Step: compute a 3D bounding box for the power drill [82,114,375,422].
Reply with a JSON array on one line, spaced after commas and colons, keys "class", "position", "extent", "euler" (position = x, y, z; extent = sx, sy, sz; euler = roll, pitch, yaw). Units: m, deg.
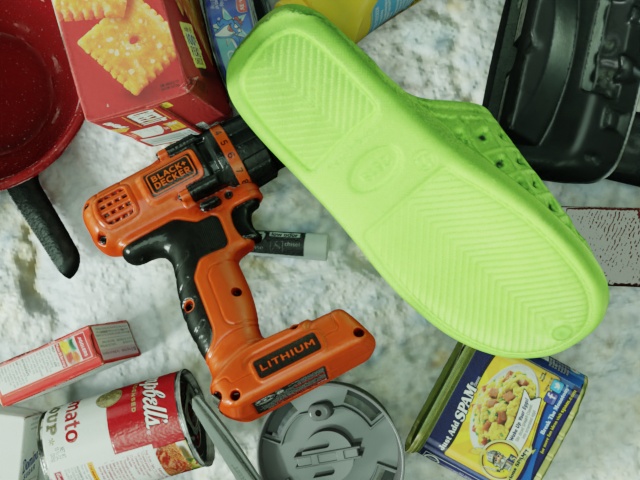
[{"class": "power drill", "position": [-0.040, 0.008, 0.693], "extent": [0.184, 0.057, 0.188], "euler": [-29, 68, -3]}]

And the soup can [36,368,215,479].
[{"class": "soup can", "position": [-0.130, 0.133, 0.721], "extent": [0.102, 0.068, 0.068], "euler": [-17, 88, 6]}]

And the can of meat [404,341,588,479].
[{"class": "can of meat", "position": [0.116, 0.112, 0.700], "extent": [0.084, 0.057, 0.102], "euler": [28, 92, 4]}]

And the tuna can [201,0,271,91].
[{"class": "tuna can", "position": [-0.050, -0.137, 0.703], "extent": [0.034, 0.086, 0.086], "euler": [-13, 89, 7]}]

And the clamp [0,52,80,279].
[{"class": "clamp", "position": [-0.239, -0.048, 0.747], "extent": [0.120, 0.039, 0.171], "euler": [-10, 83, -3]}]

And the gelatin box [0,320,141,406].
[{"class": "gelatin box", "position": [-0.169, 0.080, 0.714], "extent": [0.073, 0.089, 0.030], "euler": [-23, 86, 5]}]

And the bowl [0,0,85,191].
[{"class": "bowl", "position": [-0.226, -0.104, 0.705], "extent": [0.162, 0.055, 0.162], "euler": [0, 82, -4]}]

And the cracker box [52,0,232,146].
[{"class": "cracker box", "position": [-0.122, -0.175, 0.672], "extent": [0.072, 0.164, 0.214], "euler": [-15, 89, 4]}]

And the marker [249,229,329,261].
[{"class": "marker", "position": [-0.055, 0.001, 0.737], "extent": [0.121, 0.020, 0.020], "euler": [4, 90, 6]}]

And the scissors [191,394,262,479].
[{"class": "scissors", "position": [-0.042, 0.186, 0.695], "extent": [0.096, 0.016, 0.201], "euler": [-32, 107, 35]}]
